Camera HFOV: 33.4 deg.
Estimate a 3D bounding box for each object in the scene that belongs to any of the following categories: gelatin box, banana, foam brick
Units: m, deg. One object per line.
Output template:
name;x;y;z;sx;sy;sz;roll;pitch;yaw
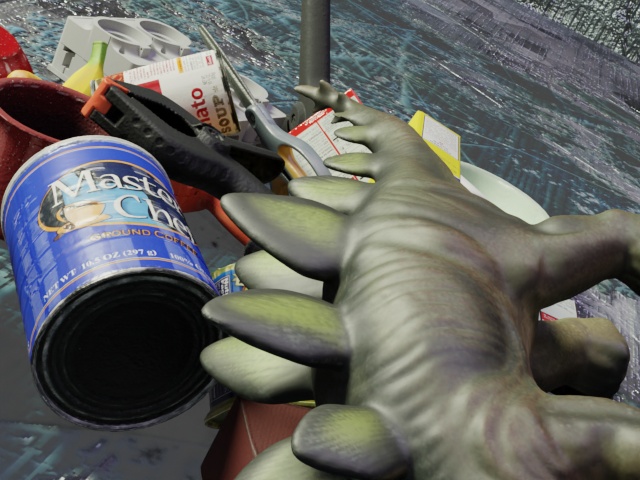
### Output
gelatin box;0.021;-0.065;0.855;0.089;0.073;0.030;56;6;19
banana;-0.198;-0.105;0.801;0.037;0.069;0.197;-1;17;4
foam brick;-0.013;0.119;0.540;0.078;0.053;0.051;15;25;-22

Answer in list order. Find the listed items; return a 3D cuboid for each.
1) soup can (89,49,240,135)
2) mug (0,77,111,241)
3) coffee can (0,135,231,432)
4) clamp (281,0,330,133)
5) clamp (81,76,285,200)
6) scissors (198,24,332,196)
soup can;-0.119;-0.103;0.825;0.102;0.068;0.068;-15;31;-3
mug;-0.169;-0.045;0.692;0.117;0.082;0.093;11;27;-31
coffee can;-0.115;0.019;0.584;0.102;0.103;0.140;12;27;-29
clamp;-0.006;-0.115;0.940;0.036;0.165;0.210;3;40;-23
clamp;-0.075;-0.057;0.698;0.171;0.039;0.120;35;12;-24
scissors;-0.048;-0.081;0.863;0.016;0.096;0.202;-23;55;-27
